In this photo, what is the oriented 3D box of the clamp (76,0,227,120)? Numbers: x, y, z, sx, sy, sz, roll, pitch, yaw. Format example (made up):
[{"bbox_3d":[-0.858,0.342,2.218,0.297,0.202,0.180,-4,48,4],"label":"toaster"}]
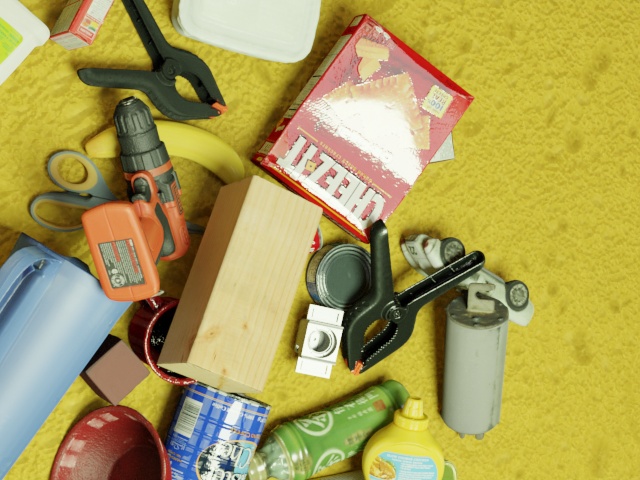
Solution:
[{"bbox_3d":[-0.181,-0.179,1.169,0.171,0.039,0.120,41,72,-21],"label":"clamp"}]

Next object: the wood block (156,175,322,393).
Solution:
[{"bbox_3d":[-0.083,0.047,1.118,0.090,0.091,0.206,26,72,-25],"label":"wood block"}]

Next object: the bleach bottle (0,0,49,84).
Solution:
[{"bbox_3d":[-0.387,-0.143,1.058,0.102,0.068,0.250,41,78,-23],"label":"bleach bottle"}]

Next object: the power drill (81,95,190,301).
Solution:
[{"bbox_3d":[-0.185,-0.037,1.080,0.057,0.187,0.184,-10,113,11],"label":"power drill"}]

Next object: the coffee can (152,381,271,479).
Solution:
[{"bbox_3d":[-0.126,0.234,1.191,0.102,0.103,0.140,23,83,-26],"label":"coffee can"}]

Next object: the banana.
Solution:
[{"bbox_3d":[-0.160,-0.098,1.187,0.197,0.037,0.069,19,85,-26],"label":"banana"}]

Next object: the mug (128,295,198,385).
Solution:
[{"bbox_3d":[-0.168,0.097,1.172,0.093,0.082,0.117,-40,110,-19],"label":"mug"}]

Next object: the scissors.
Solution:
[{"bbox_3d":[-0.218,-0.050,1.173,0.201,0.016,0.096,-2,95,-27],"label":"scissors"}]

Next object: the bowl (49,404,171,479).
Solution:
[{"bbox_3d":[-0.213,0.260,1.139,0.055,0.162,0.162,29,79,-53],"label":"bowl"}]

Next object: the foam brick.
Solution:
[{"bbox_3d":[-0.227,0.137,1.147,0.053,0.078,0.051,-42,109,-18],"label":"foam brick"}]

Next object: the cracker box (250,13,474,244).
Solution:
[{"bbox_3d":[0.049,-0.129,1.238,0.164,0.072,0.213,36,88,-13],"label":"cracker box"}]

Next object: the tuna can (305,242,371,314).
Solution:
[{"bbox_3d":[0.026,0.045,1.292,0.086,0.034,0.086,-2,94,-26],"label":"tuna can"}]

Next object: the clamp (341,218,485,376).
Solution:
[{"bbox_3d":[0.095,0.075,1.276,0.164,0.036,0.210,10,119,-27],"label":"clamp"}]

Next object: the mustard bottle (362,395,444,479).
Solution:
[{"bbox_3d":[0.094,0.275,1.255,0.096,0.058,0.192,9,101,-3],"label":"mustard bottle"}]

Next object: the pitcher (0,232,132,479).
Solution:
[{"bbox_3d":[-0.311,0.119,1.072,0.149,0.145,0.243,36,80,-27],"label":"pitcher"}]

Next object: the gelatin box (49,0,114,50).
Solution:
[{"bbox_3d":[-0.244,-0.237,1.107,0.030,0.089,0.073,30,80,-27],"label":"gelatin box"}]
